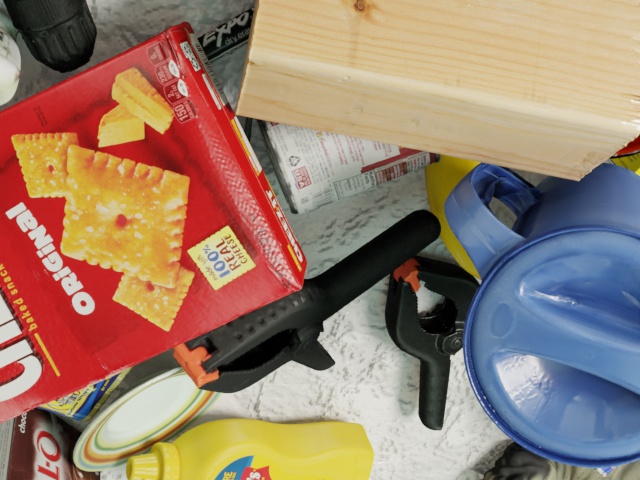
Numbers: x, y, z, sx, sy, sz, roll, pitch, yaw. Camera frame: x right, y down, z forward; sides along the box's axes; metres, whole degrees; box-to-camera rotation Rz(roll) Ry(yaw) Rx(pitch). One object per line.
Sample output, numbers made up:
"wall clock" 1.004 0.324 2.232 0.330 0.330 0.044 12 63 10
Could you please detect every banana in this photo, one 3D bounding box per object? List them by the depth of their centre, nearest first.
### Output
"banana" 0.107 -0.044 0.742 0.069 0.037 0.198 2 128 0

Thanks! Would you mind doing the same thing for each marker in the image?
"marker" -0.056 -0.124 0.650 0.121 0.020 0.020 -28 128 4

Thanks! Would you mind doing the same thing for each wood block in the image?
"wood block" 0.065 -0.105 0.589 0.206 0.091 0.090 11 165 -6

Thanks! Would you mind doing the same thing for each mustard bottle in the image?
"mustard bottle" -0.059 0.182 0.840 0.191 0.058 0.096 8 127 -27

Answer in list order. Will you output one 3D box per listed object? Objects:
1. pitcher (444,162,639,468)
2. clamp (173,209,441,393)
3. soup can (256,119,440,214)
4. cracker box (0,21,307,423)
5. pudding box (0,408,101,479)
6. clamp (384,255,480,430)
"pitcher" 0.160 0.019 0.655 0.145 0.242 0.149 0 106 14
"clamp" -0.010 0.047 0.707 0.209 0.036 0.165 -11 144 -56
"soup can" 0.018 -0.064 0.685 0.102 0.068 0.068 -21 128 -2
"cracker box" -0.138 -0.007 0.622 0.214 0.072 0.164 -24 101 7
"pudding box" -0.200 0.177 0.763 0.039 0.113 0.090 -31 129 15
"clamp" 0.094 0.079 0.830 0.120 0.039 0.171 -46 124 2
